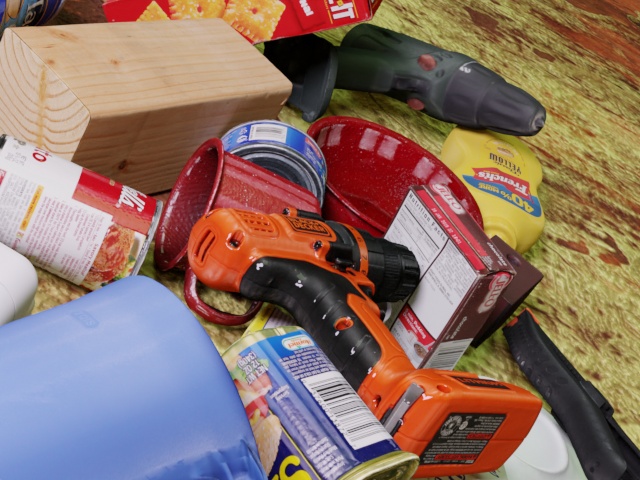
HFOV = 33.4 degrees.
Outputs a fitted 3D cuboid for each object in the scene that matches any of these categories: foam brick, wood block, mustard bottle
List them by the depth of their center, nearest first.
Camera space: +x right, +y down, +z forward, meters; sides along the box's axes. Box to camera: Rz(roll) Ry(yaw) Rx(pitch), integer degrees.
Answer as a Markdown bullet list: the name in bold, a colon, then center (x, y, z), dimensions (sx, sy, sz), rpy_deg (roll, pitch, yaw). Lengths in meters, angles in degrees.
- **wood block**: center (-0.127, -0.093, 0.752), dimensions (0.090, 0.091, 0.205), rpy_deg (45, 33, 19)
- **foam brick**: center (0.130, 0.039, 0.836), dimensions (0.053, 0.051, 0.078), rpy_deg (41, 32, 13)
- **mustard bottle**: center (0.153, -0.035, 0.955), dimensions (0.096, 0.058, 0.191), rpy_deg (26, 32, -7)

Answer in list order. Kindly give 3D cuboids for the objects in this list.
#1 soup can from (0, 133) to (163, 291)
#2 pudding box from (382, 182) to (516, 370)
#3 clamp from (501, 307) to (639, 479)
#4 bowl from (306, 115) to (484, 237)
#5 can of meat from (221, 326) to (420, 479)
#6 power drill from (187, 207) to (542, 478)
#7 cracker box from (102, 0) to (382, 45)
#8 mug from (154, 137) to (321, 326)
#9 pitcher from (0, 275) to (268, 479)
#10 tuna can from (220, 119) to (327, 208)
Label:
- **soup can**: center (-0.154, -0.013, 0.635), dimensions (0.102, 0.069, 0.068), rpy_deg (24, 32, -15)
- **pudding box**: center (0.075, 0.030, 0.738), dimensions (0.039, 0.114, 0.090), rpy_deg (-3, 46, -36)
- **clamp**: center (0.182, 0.120, 0.746), dimensions (0.164, 0.036, 0.210), rpy_deg (38, 15, -47)
- **bowl**: center (0.048, -0.029, 0.854), dimensions (0.162, 0.055, 0.162), rpy_deg (23, 32, -16)
- **can of meat**: center (-0.017, 0.100, 0.476), dimensions (0.057, 0.102, 0.084), rpy_deg (-7, 48, -46)
- **power drill**: center (0.035, 0.052, 0.608), dimensions (0.184, 0.057, 0.188), rpy_deg (7, 28, -46)
- **cracker box**: center (-0.051, -0.213, 0.895), dimensions (0.214, 0.072, 0.164), rpy_deg (-9, 26, 18)
- **mug**: center (-0.055, 0.001, 0.699), dimensions (0.081, 0.093, 0.117), rpy_deg (24, 58, -23)
- **pitcher**: center (-0.143, 0.108, 0.368), dimensions (0.242, 0.149, 0.145), rpy_deg (-19, 63, -34)
- **tuna can**: center (-0.039, -0.041, 0.763), dimensions (0.086, 0.086, 0.033), rpy_deg (24, 33, -14)
